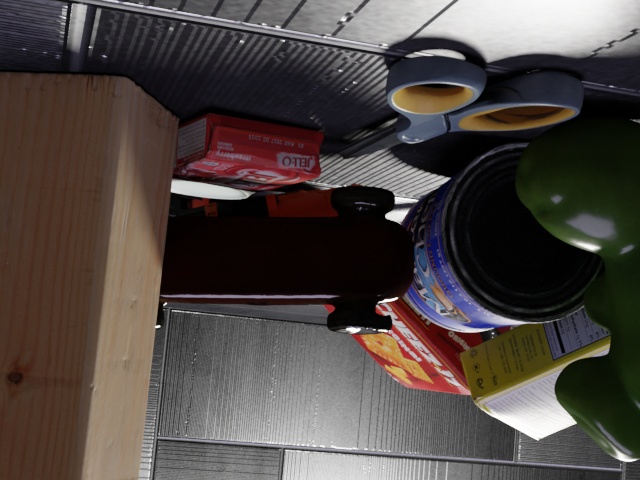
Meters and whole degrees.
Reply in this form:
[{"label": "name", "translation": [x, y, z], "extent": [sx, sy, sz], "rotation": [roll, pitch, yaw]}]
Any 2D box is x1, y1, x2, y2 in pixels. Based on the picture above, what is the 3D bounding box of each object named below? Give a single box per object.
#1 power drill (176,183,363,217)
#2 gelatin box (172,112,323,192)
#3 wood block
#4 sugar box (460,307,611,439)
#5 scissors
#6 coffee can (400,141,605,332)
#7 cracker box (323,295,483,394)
[{"label": "power drill", "translation": [-0.055, 0.001, 0.760], "extent": [0.184, 0.057, 0.187], "rotation": [-8, -179, -2]}, {"label": "gelatin box", "translation": [-0.050, -0.050, 0.638], "extent": [0.073, 0.030, 0.089], "rotation": [8, 173, -28]}, {"label": "wood block", "translation": [-0.142, 0.022, 0.573], "extent": [0.091, 0.206, 0.090], "rotation": [4, 173, 12]}, {"label": "sugar box", "translation": [0.189, 0.068, 0.687], "extent": [0.176, 0.048, 0.093], "rotation": [-31, 140, 26]}, {"label": "scissors", "translation": [0.039, -0.063, 0.536], "extent": [0.096, 0.016, 0.202], "rotation": [13, 170, -37]}, {"label": "coffee can", "translation": [0.108, 0.003, 0.660], "extent": [0.102, 0.103, 0.140], "rotation": [6, 173, -6]}, {"label": "cracker box", "translation": [0.100, 0.093, 1.184], "extent": [0.164, 0.072, 0.214], "rotation": [46, 164, -9]}]
